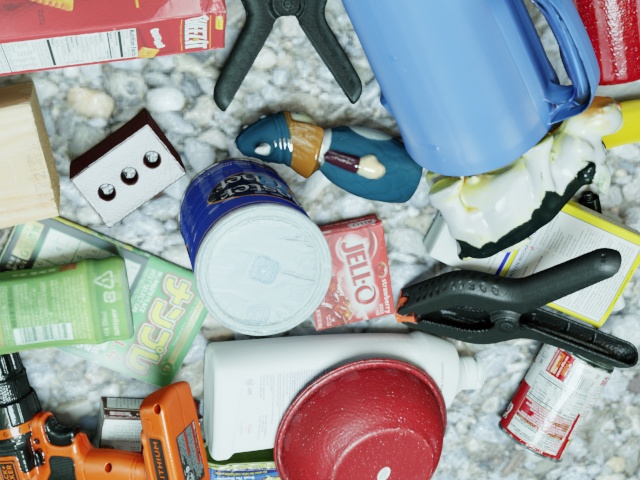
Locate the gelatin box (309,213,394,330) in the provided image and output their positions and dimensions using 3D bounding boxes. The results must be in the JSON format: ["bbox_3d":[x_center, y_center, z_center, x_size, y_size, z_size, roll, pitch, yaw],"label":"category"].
[{"bbox_3d":[0.023,0.028,0.931,0.073,0.030,0.089,-12,111,-9],"label":"gelatin box"}]

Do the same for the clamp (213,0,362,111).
[{"bbox_3d":[-0.037,-0.181,0.843,0.120,0.039,0.171,-14,105,-12],"label":"clamp"}]

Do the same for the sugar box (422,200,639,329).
[{"bbox_3d":[0.189,0.001,0.941,0.176,0.048,0.093,24,104,-9],"label":"sugar box"}]

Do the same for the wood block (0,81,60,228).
[{"bbox_3d":[-0.308,-0.049,0.799,0.206,0.091,0.090,-13,112,-8],"label":"wood block"}]

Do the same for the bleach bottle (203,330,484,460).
[{"bbox_3d":[0.024,0.133,0.952,0.250,0.068,0.102,-2,112,-15],"label":"bleach bottle"}]

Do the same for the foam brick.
[{"bbox_3d":[-0.154,-0.058,0.851,0.078,0.051,0.053,-36,113,1],"label":"foam brick"}]

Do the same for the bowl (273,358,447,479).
[{"bbox_3d":[0.044,0.183,0.916,0.162,0.055,0.162,-8,118,-15],"label":"bowl"}]

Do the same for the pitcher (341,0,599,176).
[{"bbox_3d":[0.092,-0.169,0.774,0.149,0.145,0.242,-30,136,5],"label":"pitcher"}]

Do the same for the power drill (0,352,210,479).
[{"bbox_3d":[-0.193,0.159,0.879,0.188,0.057,0.184,-6,106,22],"label":"power drill"}]

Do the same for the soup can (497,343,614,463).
[{"bbox_3d":[0.219,0.146,0.995,0.068,0.068,0.102,23,102,-19],"label":"soup can"}]

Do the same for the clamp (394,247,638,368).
[{"bbox_3d":[0.165,0.053,0.910,0.210,0.036,0.164,4,145,17],"label":"clamp"}]

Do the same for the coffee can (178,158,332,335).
[{"bbox_3d":[-0.056,0.001,0.845,0.102,0.140,0.103,-4,109,-11],"label":"coffee can"}]

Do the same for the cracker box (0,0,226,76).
[{"bbox_3d":[-0.183,-0.209,0.747,0.213,0.072,0.164,-9,79,-9],"label":"cracker box"}]

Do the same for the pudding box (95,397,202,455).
[{"bbox_3d":[-0.154,0.198,0.946,0.090,0.039,0.113,4,109,-14],"label":"pudding box"}]

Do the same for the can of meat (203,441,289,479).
[{"bbox_3d":[-0.063,0.228,0.967,0.102,0.057,0.084,0,106,-13],"label":"can of meat"}]
